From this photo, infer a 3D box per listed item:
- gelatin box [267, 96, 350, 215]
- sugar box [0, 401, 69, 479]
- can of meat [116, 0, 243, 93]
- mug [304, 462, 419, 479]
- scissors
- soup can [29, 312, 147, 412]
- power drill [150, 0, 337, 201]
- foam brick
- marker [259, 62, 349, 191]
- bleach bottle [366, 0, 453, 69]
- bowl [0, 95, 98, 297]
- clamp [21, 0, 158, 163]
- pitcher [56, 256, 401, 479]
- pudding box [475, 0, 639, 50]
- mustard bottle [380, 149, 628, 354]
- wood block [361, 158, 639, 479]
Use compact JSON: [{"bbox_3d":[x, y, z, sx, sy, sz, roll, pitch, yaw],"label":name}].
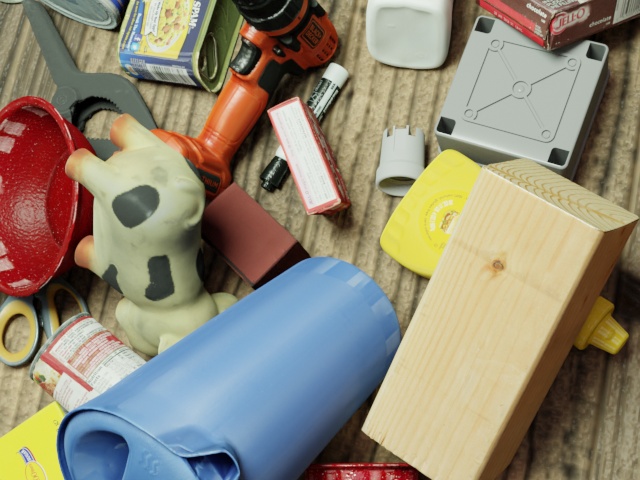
[{"bbox_3d":[-0.007,-0.064,0.841,0.030,0.073,0.089,-23,87,8],"label":"gelatin box"},{"bbox_3d":[-0.253,0.214,0.843,0.176,0.048,0.093,-34,68,1],"label":"sugar box"},{"bbox_3d":[-0.122,-0.185,0.929,0.084,0.057,0.102,11,75,19],"label":"can of meat"},{"bbox_3d":[0.038,0.197,0.745,0.117,0.093,0.081,-14,72,47],"label":"mug"},{"bbox_3d":[-0.257,0.022,0.920,0.096,0.016,0.202,-29,69,3],"label":"scissors"},{"bbox_3d":[-0.166,0.113,0.833,0.102,0.068,0.068,37,85,11],"label":"soup can"},{"bbox_3d":[-0.069,-0.126,0.840,0.057,0.184,0.188,38,95,22],"label":"power drill"},{"bbox_3d":[-0.056,0.001,0.856,0.051,0.053,0.078,-46,69,-3],"label":"foam brick"},{"bbox_3d":[-0.015,-0.094,0.893,0.020,0.020,0.121,29,82,20],"label":"marker"},{"bbox_3d":[0.091,-0.276,0.891,0.068,0.102,0.250,9,69,8],"label":"bleach bottle"},{"bbox_3d":[-0.223,-0.034,0.871,0.162,0.055,0.162,-3,85,43],"label":"bowl"},{"bbox_3d":[-0.231,-0.109,0.941,0.210,0.036,0.164,31,77,18],"label":"clamp"},{"bbox_3d":[-0.056,0.111,0.733,0.149,0.145,0.242,24,38,26],"label":"pitcher"},{"bbox_3d":[0.191,-0.195,0.827,0.113,0.039,0.090,-22,46,-24],"label":"pudding box"},{"bbox_3d":[0.144,0.021,0.796,0.192,0.058,0.096,37,92,21],"label":"mustard bottle"},{"bbox_3d":[0.120,0.058,0.726,0.091,0.090,0.206,32,112,23],"label":"wood block"}]
